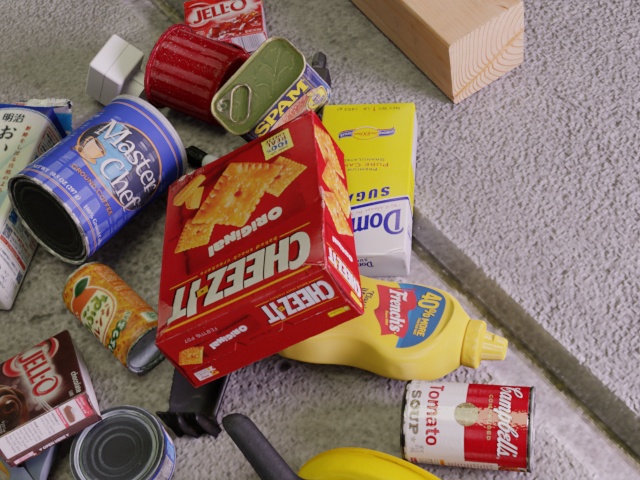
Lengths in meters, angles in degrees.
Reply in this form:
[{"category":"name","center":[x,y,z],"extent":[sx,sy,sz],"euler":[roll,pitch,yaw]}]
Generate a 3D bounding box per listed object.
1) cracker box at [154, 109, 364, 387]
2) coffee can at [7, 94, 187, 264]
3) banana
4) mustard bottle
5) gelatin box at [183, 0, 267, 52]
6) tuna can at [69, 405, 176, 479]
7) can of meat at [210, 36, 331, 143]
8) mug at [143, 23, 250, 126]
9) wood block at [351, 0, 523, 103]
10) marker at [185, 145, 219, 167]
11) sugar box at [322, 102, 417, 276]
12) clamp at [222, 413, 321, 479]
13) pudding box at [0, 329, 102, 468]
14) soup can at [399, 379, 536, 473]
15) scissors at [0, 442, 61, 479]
[{"category":"cracker box","center":[-0.056,0.001,0.924],"extent":[0.164,0.072,0.213],"euler":[-26,37,17]},{"category":"coffee can","center":[-0.211,-0.059,1.019],"extent":[0.103,0.103,0.140],"euler":[26,53,26]},{"category":"banana","center":[0.062,0.205,0.836],"extent":[0.198,0.070,0.037],"euler":[14,16,22]},{"category":"mustard bottle","center":[0.063,0.075,0.913],"extent":[0.192,0.058,0.096],"euler":[10,40,17]},{"category":"gelatin box","center":[-0.105,-0.239,1.179],"extent":[0.089,0.030,0.073],"euler":[-10,55,4]},{"category":"tuna can","center":[-0.168,0.184,0.904],"extent":[0.086,0.034,0.086],"euler":[-6,56,8]},{"category":"can of meat","center":[-0.045,-0.137,1.047],"extent":[0.102,0.083,0.057],"euler":[-47,64,5]},{"category":"mug","center":[-0.116,-0.173,1.108],"extent":[0.082,0.093,0.117],"euler":[23,41,19]},{"category":"wood block","center":[0.111,-0.251,1.106],"extent":[0.090,0.090,0.206],"euler":[-32,57,-10]},{"category":"marker","center":[-0.090,-0.067,1.066],"extent":[0.121,0.020,0.020],"euler":[26,65,26]},{"category":"sugar box","center":[0.042,-0.050,1.012],"extent":[0.093,0.048,0.176],"euler":[-1,55,11]},{"category":"clamp","center":[-0.025,0.224,0.833],"extent":[0.171,0.039,0.120],"euler":[29,109,16]},{"category":"pudding box","center":[-0.245,0.135,0.929],"extent":[0.090,0.039,0.114],"euler":[-29,34,-8]},{"category":"soup can","center":[0.118,0.147,0.850],"extent":[0.102,0.068,0.068],"euler":[2,57,14]},{"category":"scissors","center":[-0.224,0.203,0.886],"extent":[0.202,0.016,0.096],"euler":[19,53,39]}]
